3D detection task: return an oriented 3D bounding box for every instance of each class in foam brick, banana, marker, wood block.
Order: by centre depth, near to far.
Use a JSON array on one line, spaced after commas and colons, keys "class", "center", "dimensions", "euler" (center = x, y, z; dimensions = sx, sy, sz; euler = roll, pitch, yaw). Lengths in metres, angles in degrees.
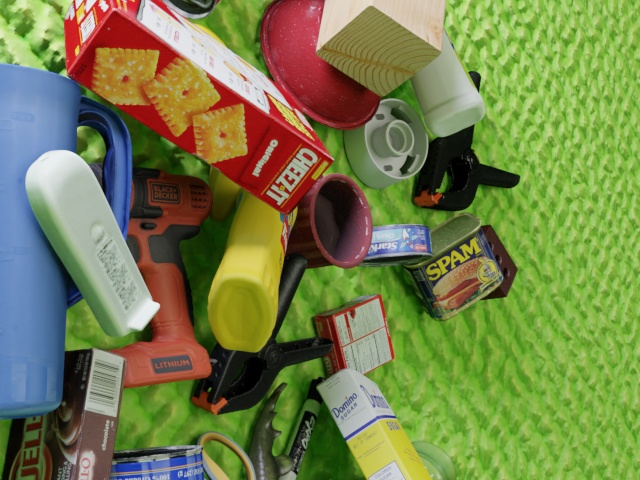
[{"class": "banana", "center": [-0.098, -0.118, 1.008], "dimensions": [0.069, 0.037, 0.198], "euler": [-15, 92, -30]}, {"class": "marker", "center": [-0.017, 0.187, 1.047], "dimensions": [0.020, 0.020, 0.121], "euler": [45, 52, -33]}, {"class": "wood block", "center": [0.067, -0.261, 1.078], "dimensions": [0.090, 0.090, 0.206], "euler": [29, 50, -26]}, {"class": "foam brick", "center": [0.195, 0.027, 1.297], "dimensions": [0.078, 0.051, 0.053], "euler": [54, 47, -27]}]

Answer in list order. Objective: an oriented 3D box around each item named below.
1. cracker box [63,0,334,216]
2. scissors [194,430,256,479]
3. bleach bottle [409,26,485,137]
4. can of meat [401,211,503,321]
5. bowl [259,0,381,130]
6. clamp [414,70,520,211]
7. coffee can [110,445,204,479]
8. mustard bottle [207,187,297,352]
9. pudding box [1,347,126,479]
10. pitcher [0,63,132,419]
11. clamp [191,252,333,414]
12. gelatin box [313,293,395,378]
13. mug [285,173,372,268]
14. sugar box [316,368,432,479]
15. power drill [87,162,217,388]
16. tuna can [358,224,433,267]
[{"class": "cracker box", "center": [-0.106, -0.126, 0.880], "dimensions": [0.213, 0.072, 0.164], "euler": [33, 14, -27]}, {"class": "scissors", "center": [-0.063, 0.250, 0.903], "dimensions": [0.096, 0.016, 0.202], "euler": [-18, 58, -32]}, {"class": "bleach bottle", "center": [0.107, -0.245, 1.208], "dimensions": [0.102, 0.068, 0.251], "euler": [18, 49, -77]}, {"class": "can of meat", "center": [0.149, 0.031, 1.216], "dimensions": [0.102, 0.057, 0.084], "euler": [-31, 115, -8]}, {"class": "bowl", "center": [0.018, -0.199, 1.107], "dimensions": [0.161, 0.055, 0.162], "euler": [20, 56, -32]}, {"class": "clamp", "center": [0.172, -0.107, 1.309], "dimensions": [0.209, 0.036, 0.164], "euler": [-36, 110, -46]}, {"class": "coffee can", "center": [-0.138, 0.237, 0.835], "dimensions": [0.102, 0.103, 0.140], "euler": [3, 80, -48]}, {"class": "mustard bottle", "center": [-0.056, 0.001, 0.954], "dimensions": [0.191, 0.058, 0.096], "euler": [-81, 175, -48]}, {"class": "pudding box", "center": [-0.193, 0.141, 0.802], "dimensions": [0.039, 0.090, 0.113], "euler": [27, 62, -44]}, {"class": "pitcher", "center": [-0.228, 0.002, 0.760], "dimensions": [0.145, 0.149, 0.243], "euler": [15, 73, -73]}, {"class": "clamp", "center": [-0.049, 0.107, 1.002], "dimensions": [0.171, 0.039, 0.120], "euler": [-48, 127, -26]}, {"class": "gelatin box", "center": [0.036, 0.103, 1.117], "dimensions": [0.089, 0.030, 0.073], "euler": [-20, 99, -49]}, {"class": "mug", "center": [-0.012, -0.025, 1.048], "dimensions": [0.093, 0.082, 0.117], "euler": [-28, 104, -48]}, {"class": "sugar box", "center": [0.067, 0.211, 1.031], "dimensions": [0.176, 0.048, 0.093], "euler": [62, 10, 28]}, {"class": "power drill", "center": [-0.158, 0.028, 0.889], "dimensions": [0.184, 0.057, 0.187], "euler": [2, 81, -49]}, {"class": "tuna can", "center": [0.076, 0.006, 1.139], "dimensions": [0.085, 0.086, 0.034], "euler": [5, 78, -48]}]
